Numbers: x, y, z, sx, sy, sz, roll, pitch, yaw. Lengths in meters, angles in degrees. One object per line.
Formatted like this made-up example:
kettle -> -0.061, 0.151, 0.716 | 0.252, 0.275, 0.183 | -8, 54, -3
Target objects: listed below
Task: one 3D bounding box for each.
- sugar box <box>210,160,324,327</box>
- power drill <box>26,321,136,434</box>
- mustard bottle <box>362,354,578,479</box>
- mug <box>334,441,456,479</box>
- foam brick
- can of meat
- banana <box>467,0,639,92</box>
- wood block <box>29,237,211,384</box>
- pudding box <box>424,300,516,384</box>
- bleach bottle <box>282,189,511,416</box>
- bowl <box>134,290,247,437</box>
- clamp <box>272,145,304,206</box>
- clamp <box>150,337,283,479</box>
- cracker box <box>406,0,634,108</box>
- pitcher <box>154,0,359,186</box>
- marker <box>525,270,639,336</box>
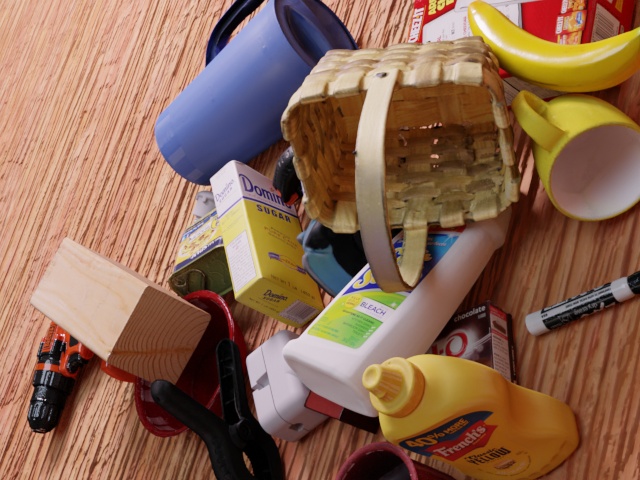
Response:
sugar box -> -0.057, 0.001, 1.112 | 0.048, 0.093, 0.176 | -38, 44, 25
power drill -> -0.286, 0.143, 1.308 | 0.188, 0.057, 0.184 | -13, 59, 43
mustard bottle -> 0.100, 0.127, 0.783 | 0.096, 0.191, 0.058 | -29, 48, 34
mug -> 0.063, 0.228, 0.851 | 0.093, 0.081, 0.117 | 1, 68, 48
foam brick -> 0.031, 0.128, 0.971 | 0.051, 0.052, 0.078 | 9, 76, 50
can of meat -> -0.115, 0.012, 1.185 | 0.102, 0.057, 0.084 | -31, 33, 28
banana -> 0.190, -0.157, 0.873 | 0.198, 0.037, 0.069 | 18, 80, 46
wood block -> -0.222, 0.076, 1.159 | 0.206, 0.090, 0.090 | 22, 83, 51
pudding box -> 0.110, 0.113, 0.902 | 0.114, 0.039, 0.090 | -26, 49, 35
bleach bottle -> 0.082, 0.031, 0.922 | 0.103, 0.068, 0.250 | 15, 59, 49
bowl -> -0.128, 0.138, 1.139 | 0.162, 0.055, 0.162 | -26, 50, 36
clamp -> 0.022, -0.109, 1.095 | 0.036, 0.164, 0.210 | 57, 138, 16
clamp -> -0.091, 0.182, 1.005 | 0.039, 0.120, 0.171 | -34, 78, 42
cracker box -> 0.183, -0.207, 0.989 | 0.214, 0.072, 0.164 | -6, 65, 47
pitcher -> -0.081, -0.175, 1.217 | 0.243, 0.145, 0.149 | -35, 25, 33
marker -> 0.217, 0.047, 0.840 | 0.121, 0.020, 0.020 | -28, 49, 35
